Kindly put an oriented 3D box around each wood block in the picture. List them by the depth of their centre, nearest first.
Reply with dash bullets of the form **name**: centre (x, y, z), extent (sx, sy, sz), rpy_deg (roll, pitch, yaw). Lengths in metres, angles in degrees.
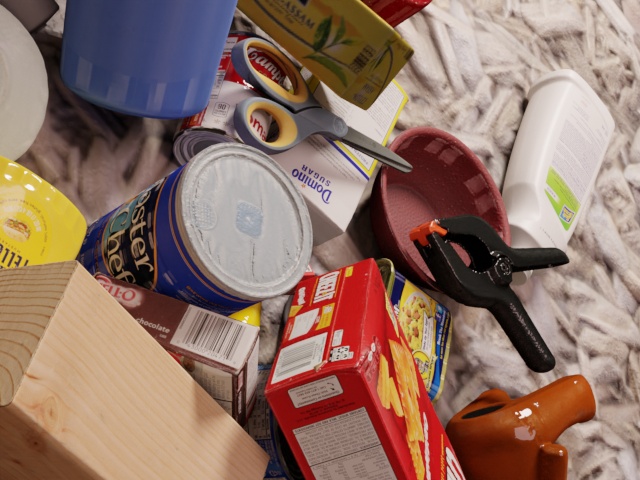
- **wood block**: centre (-0.127, 0.113, 0.621), extent (0.206, 0.090, 0.090), rpy_deg (53, 43, -39)

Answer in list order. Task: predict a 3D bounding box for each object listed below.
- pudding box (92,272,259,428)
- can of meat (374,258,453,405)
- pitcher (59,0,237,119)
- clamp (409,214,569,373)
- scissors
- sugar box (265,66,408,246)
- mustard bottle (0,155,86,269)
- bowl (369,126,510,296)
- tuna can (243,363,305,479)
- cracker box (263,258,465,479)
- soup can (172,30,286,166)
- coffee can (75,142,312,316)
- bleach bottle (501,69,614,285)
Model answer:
- **pudding box**: centre (-0.096, 0.074, 0.677), extent (0.113, 0.090, 0.039), rpy_deg (20, 55, 10)
- **can of meat**: centre (0.060, 0.080, 0.874), extent (0.083, 0.058, 0.102), rpy_deg (35, 53, -29)
- **pitcher**: centre (-0.104, -0.215, 0.735), extent (0.148, 0.145, 0.243), rpy_deg (-5, 118, -44)
- **clamp**: centre (0.151, 0.023, 0.913), extent (0.171, 0.039, 0.120), rpy_deg (40, 48, -22)
- **scissors**: centre (0.001, -0.077, 0.829), extent (0.201, 0.016, 0.096), rpy_deg (40, 52, -32)
- **sugar box**: centre (0.007, -0.090, 0.907), extent (0.093, 0.048, 0.176), rpy_deg (42, 52, -19)
- **mustard bottle**: centre (-0.215, 0.043, 0.639), extent (0.096, 0.058, 0.191), rpy_deg (39, 51, -30)
- **bowl**: centre (0.096, -0.018, 0.949), extent (0.161, 0.055, 0.162), rpy_deg (18, 61, -36)
- **tuna can**: centre (-0.029, 0.129, 0.748), extent (0.086, 0.034, 0.086), rpy_deg (-8, 90, -71)
- **cracker box**: centre (0.043, 0.142, 0.744), extent (0.164, 0.072, 0.213), rpy_deg (-74, 142, -67)
- **soup can**: centre (-0.069, -0.103, 0.826), extent (0.068, 0.069, 0.102), rpy_deg (34, 53, -27)
- **coffee can**: centre (-0.088, 0.008, 0.710), extent (0.102, 0.141, 0.103), rpy_deg (18, 61, -36)
- **bleach bottle**: centre (0.226, -0.059, 1.081), extent (0.102, 0.068, 0.250), rpy_deg (45, 50, -19)
